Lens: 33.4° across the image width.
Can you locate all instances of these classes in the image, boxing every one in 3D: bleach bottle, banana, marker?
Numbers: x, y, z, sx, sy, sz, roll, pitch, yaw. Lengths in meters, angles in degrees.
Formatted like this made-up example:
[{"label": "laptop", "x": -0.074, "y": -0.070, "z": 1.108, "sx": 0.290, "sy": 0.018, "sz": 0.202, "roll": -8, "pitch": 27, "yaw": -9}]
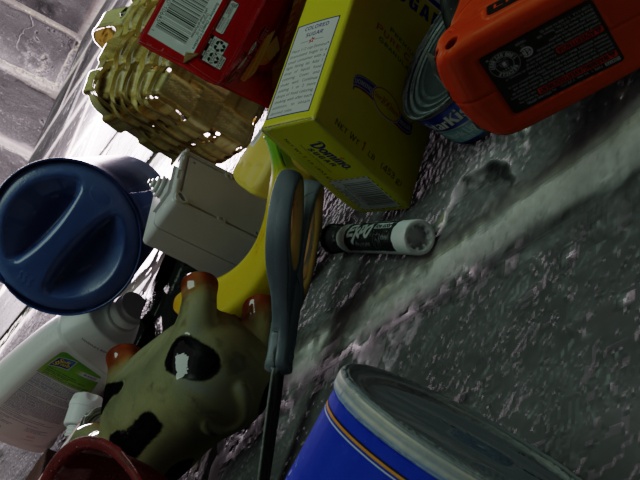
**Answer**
[{"label": "bleach bottle", "x": -0.239, "y": 0.121, "z": 1.026, "sx": 0.251, "sy": 0.102, "sz": 0.068, "roll": -36, "pitch": 39, "yaw": 36}, {"label": "banana", "x": -0.044, "y": 0.013, "z": 0.709, "sx": 0.070, "sy": 0.037, "sz": 0.198, "roll": 59, "pitch": 138, "yaw": 23}, {"label": "marker", "x": 0.028, "y": -0.001, "z": 0.602, "sx": 0.020, "sy": 0.020, "sz": 0.121, "roll": -67, "pitch": 20, "yaw": -9}]

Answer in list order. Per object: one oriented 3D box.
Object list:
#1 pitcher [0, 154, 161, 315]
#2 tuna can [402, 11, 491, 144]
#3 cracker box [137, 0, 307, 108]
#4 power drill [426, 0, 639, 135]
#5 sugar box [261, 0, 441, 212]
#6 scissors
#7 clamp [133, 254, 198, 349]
[{"label": "pitcher", "x": -0.200, "y": -0.022, "z": 0.996, "sx": 0.243, "sy": 0.149, "sz": 0.145, "roll": -78, "pitch": 12, "yaw": -81}, {"label": "tuna can", "x": 0.081, "y": -0.095, "z": 0.565, "sx": 0.086, "sy": 0.033, "sz": 0.086, "roll": -51, "pitch": 23, "yaw": 31}, {"label": "cracker box", "x": -0.027, "y": -0.179, "z": 0.759, "sx": 0.164, "sy": 0.072, "sz": 0.213, "roll": -60, "pitch": -11, "yaw": 7}, {"label": "power drill", "x": 0.109, "y": -0.145, "z": 0.489, "sx": 0.185, "sy": 0.057, "sz": 0.187, "roll": -29, "pitch": 37, "yaw": 22}, {"label": "sugar box", "x": 0.033, "y": -0.113, "z": 0.617, "sx": 0.048, "sy": 0.093, "sz": 0.176, "roll": -4, "pitch": 58, "yaw": 41}, {"label": "scissors", "x": -0.024, "y": 0.049, "z": 0.581, "sx": 0.096, "sy": 0.016, "sz": 0.201, "roll": 72, "pitch": -154, "yaw": -62}, {"label": "clamp", "x": -0.123, "y": 0.061, "z": 0.871, "sx": 0.165, "sy": 0.036, "sz": 0.210, "roll": -40, "pitch": 28, "yaw": 50}]
